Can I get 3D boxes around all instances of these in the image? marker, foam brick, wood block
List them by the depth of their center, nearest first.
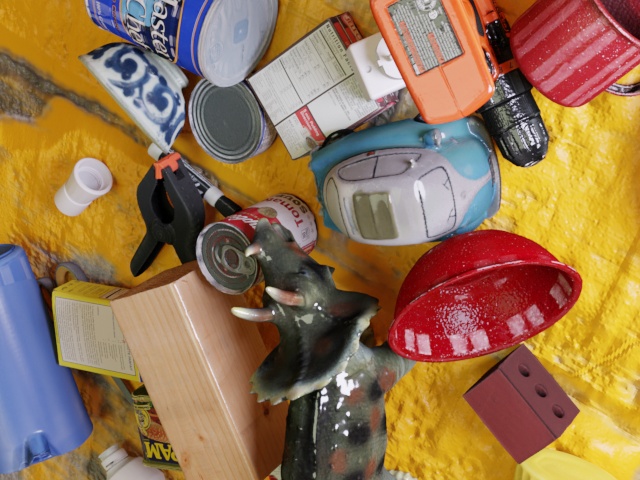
[{"bbox_3d":[0.171,0.139,0.909,0.078,0.052,0.051,50,128,8],"label":"foam brick"},{"bbox_3d":[-0.108,0.128,1.032,0.090,0.090,0.206,-17,99,35],"label":"wood block"},{"bbox_3d":[-0.123,-0.058,1.060,0.121,0.020,0.020,39,125,16],"label":"marker"}]

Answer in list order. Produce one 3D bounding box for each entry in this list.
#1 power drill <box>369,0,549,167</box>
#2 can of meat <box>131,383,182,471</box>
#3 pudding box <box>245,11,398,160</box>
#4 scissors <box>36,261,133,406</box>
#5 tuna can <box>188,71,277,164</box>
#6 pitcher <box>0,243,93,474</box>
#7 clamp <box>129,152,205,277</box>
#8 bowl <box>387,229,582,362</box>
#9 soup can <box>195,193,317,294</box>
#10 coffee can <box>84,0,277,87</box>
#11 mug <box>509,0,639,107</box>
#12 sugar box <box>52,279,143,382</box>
[{"bbox_3d":[0.106,-0.129,0.768,0.057,0.187,0.184,-26,91,21],"label":"power drill"},{"bbox_3d":[-0.153,0.199,1.158,0.102,0.057,0.084,-1,105,35],"label":"can of meat"},{"bbox_3d":[0.000,-0.133,0.933,0.114,0.039,0.090,-28,91,37],"label":"pudding box"},{"bbox_3d":[-0.255,0.104,1.217,0.202,0.016,0.096,42,126,14],"label":"scissors"},{"bbox_3d":[-0.080,-0.117,0.997,0.086,0.033,0.086,13,115,30],"label":"tuna can"},{"bbox_3d":[-0.361,0.130,1.227,0.149,0.144,0.243,-5,107,28],"label":"pitcher"},{"bbox_3d":[-0.157,-0.011,1.081,0.120,0.039,0.171,10,122,27],"label":"clamp"},{"bbox_3d":[0.125,0.038,0.862,0.162,0.161,0.055,-42,51,38],"label":"bowl"},{"bbox_3d":[-0.056,0.001,0.983,0.069,0.102,0.068,13,115,31],"label":"soup can"},{"bbox_3d":[-0.124,-0.210,0.948,0.140,0.102,0.103,28,122,24],"label":"coffee can"},{"bbox_3d":[0.200,-0.143,0.767,0.117,0.093,0.082,29,137,-21],"label":"mug"},{"bbox_3d":[-0.206,0.101,1.155,0.176,0.048,0.093,7,112,23],"label":"sugar box"}]
